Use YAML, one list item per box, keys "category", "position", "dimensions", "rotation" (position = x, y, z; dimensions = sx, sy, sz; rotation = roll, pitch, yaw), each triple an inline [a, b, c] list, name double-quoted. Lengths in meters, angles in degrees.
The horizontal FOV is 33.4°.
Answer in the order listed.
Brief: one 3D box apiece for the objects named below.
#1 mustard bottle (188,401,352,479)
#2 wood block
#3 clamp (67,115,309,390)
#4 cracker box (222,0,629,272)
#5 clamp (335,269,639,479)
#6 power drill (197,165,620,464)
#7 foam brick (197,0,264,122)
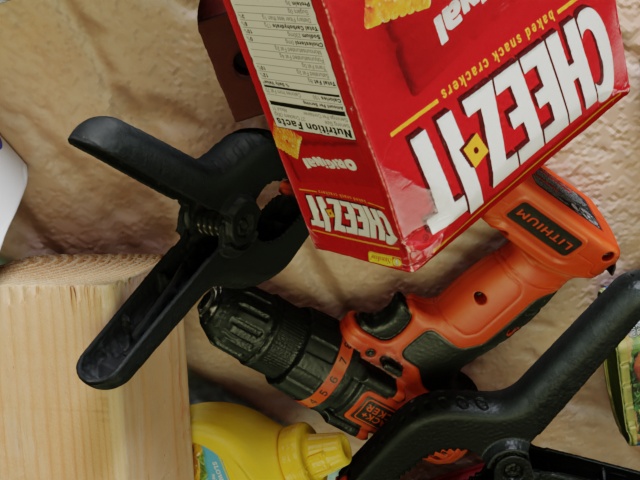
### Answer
- category: "mustard bottle"
  position: [-0.072, 0.144, 0.619]
  dimensions: [0.192, 0.058, 0.096]
  rotation: [-19, 105, 19]
- category: "wood block"
  position: [-0.122, 0.115, 0.550]
  dimensions: [0.091, 0.090, 0.206]
  rotation: [0, 99, 15]
- category: "clamp"
  position: [-0.053, 0.001, 0.502]
  dimensions: [0.171, 0.039, 0.120]
  rotation: [-8, 117, -51]
- category: "cracker box"
  position: [0.043, -0.120, 0.439]
  dimensions: [0.164, 0.072, 0.213]
  rotation: [-37, 123, -28]
- category: "clamp"
  position: [0.111, 0.121, 0.585]
  dimensions: [0.210, 0.036, 0.164]
  rotation: [-25, 111, 12]
- category: "power drill"
  position: [0.051, 0.027, 0.580]
  dimensions: [0.184, 0.057, 0.188]
  rotation: [30, 117, -23]
- category: "foam brick"
  position: [-0.014, -0.098, 0.505]
  dimensions: [0.078, 0.051, 0.053]
  rotation: [-17, 119, 7]
